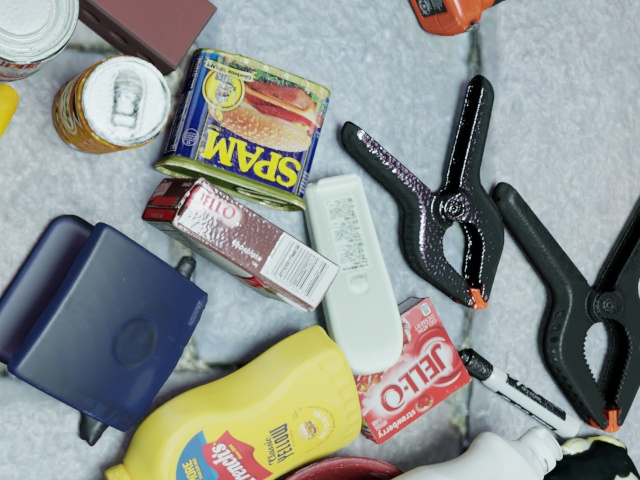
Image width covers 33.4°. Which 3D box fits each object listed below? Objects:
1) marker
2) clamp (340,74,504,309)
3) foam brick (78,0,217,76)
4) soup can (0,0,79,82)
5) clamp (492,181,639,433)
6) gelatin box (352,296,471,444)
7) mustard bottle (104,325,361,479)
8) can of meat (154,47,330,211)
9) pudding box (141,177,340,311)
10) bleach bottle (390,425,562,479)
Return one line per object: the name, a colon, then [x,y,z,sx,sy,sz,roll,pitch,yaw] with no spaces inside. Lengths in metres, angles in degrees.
marker: [0.152,0.118,0.825,0.121,0.020,0.020,34,80,-20]
clamp: [0.081,-0.028,0.781,0.120,0.039,0.171,-11,98,-10]
foam brick: [-0.116,-0.150,0.688,0.078,0.053,0.051,37,79,-19]
soup can: [-0.184,-0.133,0.635,0.068,0.102,0.068,-1,93,-22]
clamp: [0.206,0.045,0.835,0.164,0.036,0.210,2,91,-17]
gelatin box: [0.057,0.093,0.778,0.089,0.030,0.073,-31,100,-17]
mustard bottle: [-0.067,0.136,0.711,0.191,0.058,0.096,-25,132,-18]
can of meat: [-0.050,-0.074,0.717,0.102,0.058,0.084,18,83,-22]
pudding box: [-0.055,0.001,0.700,0.113,0.090,0.039,35,81,-20]
bleach bottle: [0.057,0.198,0.708,0.250,0.068,0.102,-32,103,-19]
